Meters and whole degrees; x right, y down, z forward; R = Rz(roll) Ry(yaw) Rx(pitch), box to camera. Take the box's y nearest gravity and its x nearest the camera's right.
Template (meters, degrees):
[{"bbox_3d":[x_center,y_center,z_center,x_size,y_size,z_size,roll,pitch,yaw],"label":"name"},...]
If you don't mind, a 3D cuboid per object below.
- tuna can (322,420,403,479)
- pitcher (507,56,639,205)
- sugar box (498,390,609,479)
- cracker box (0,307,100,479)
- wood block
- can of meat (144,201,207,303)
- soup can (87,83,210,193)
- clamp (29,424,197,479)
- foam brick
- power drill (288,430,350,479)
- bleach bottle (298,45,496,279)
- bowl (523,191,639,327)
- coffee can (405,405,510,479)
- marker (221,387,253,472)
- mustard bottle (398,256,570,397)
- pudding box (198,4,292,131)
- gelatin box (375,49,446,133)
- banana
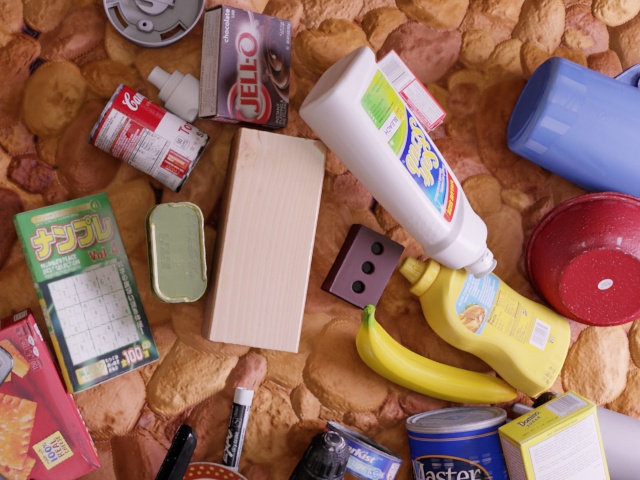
[{"bbox_3d":[0.038,0.215,1.074,0.086,0.086,0.034,27,86,-8],"label":"tuna can"},{"bbox_3d":[0.328,-0.106,1.112,0.242,0.145,0.149,24,41,-6],"label":"pitcher"},{"bbox_3d":[0.238,0.246,1.054,0.093,0.048,0.176,-23,115,-18],"label":"sugar box"},{"bbox_3d":[-0.339,0.183,1.006,0.213,0.072,0.164,-24,100,-13],"label":"cracker box"},{"bbox_3d":[-0.057,0.001,1.060,0.090,0.090,0.206,9,87,-10],"label":"wood block"},{"bbox_3d":[-0.141,0.012,1.048,0.057,0.084,0.102,-4,90,-10],"label":"can of meat"},{"bbox_3d":[-0.168,-0.100,1.054,0.102,0.068,0.068,31,84,-8],"label":"soup can"},{"bbox_3d":[-0.192,0.289,1.027,0.164,0.036,0.210,-9,109,-23],"label":"clamp"},{"bbox_3d":[0.043,0.028,1.095,0.053,0.051,0.078,27,84,-9],"label":"foam brick"},{"bbox_3d":[0.048,0.281,1.023,0.188,0.185,0.057,29,41,13],"label":"power drill"},{"bbox_3d":[0.089,-0.065,1.051,0.250,0.068,0.102,48,41,-16],"label":"bleach bottle"},{"bbox_3d":[0.290,0.033,1.093,0.162,0.055,0.162,5,121,8],"label":"bowl"},{"bbox_3d":[0.145,0.247,1.083,0.102,0.103,0.140,-7,90,-10],"label":"coffee can"},{"bbox_3d":[-0.089,0.211,1.086,0.020,0.020,0.121,11,87,-9],"label":"marker"},{"bbox_3d":[0.164,0.075,1.104,0.191,0.058,0.096,33,53,-7],"label":"mustard bottle"},{"bbox_3d":[-0.075,-0.171,1.067,0.089,0.039,0.113,3,86,-43],"label":"pudding box"},{"bbox_3d":[0.080,-0.145,1.093,0.030,0.073,0.089,-42,96,-15],"label":"gelatin box"},{"bbox_3d":[0.108,0.131,1.099,0.197,0.070,0.037,28,54,-19],"label":"banana"}]
